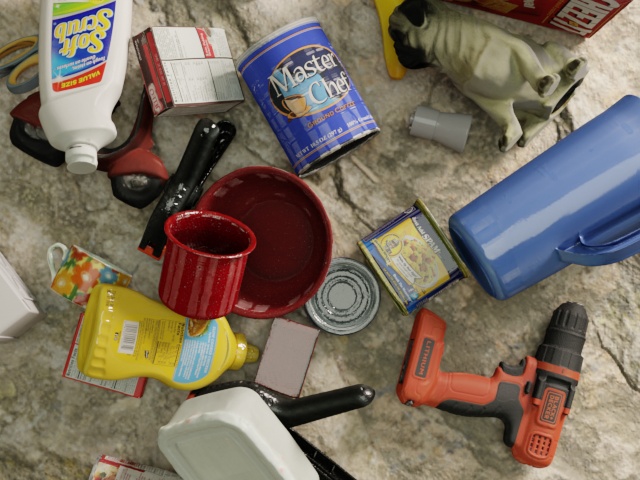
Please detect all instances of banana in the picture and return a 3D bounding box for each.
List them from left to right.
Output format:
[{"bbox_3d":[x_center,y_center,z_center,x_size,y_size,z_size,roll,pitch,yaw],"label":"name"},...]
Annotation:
[{"bbox_3d":[0.060,-0.277,1.193,0.070,0.037,0.198,-33,86,12],"label":"banana"}]

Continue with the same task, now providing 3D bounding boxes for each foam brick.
[{"bbox_3d":[-0.037,0.125,1.147,0.051,0.053,0.078,17,84,-1],"label":"foam brick"}]

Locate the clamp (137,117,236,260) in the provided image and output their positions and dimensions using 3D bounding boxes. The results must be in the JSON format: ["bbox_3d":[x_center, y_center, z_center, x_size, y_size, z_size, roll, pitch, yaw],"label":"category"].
[{"bbox_3d":[-0.141,-0.061,1.147,0.039,0.120,0.172,34,106,7],"label":"clamp"}]

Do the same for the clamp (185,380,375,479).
[{"bbox_3d":[-0.043,0.203,1.128,0.210,0.036,0.164,6,126,14],"label":"clamp"}]

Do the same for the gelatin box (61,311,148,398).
[{"bbox_3d":[-0.225,0.123,1.151,0.089,0.030,0.073,16,86,-3],"label":"gelatin box"}]

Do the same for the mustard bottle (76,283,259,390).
[{"bbox_3d":[-0.152,0.107,1.119,0.191,0.058,0.096,12,87,-28],"label":"mustard bottle"}]

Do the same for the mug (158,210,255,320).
[{"bbox_3d":[-0.124,0.021,1.087,0.093,0.117,0.081,-2,122,-30],"label":"mug"}]

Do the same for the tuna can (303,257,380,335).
[{"bbox_3d":[0.023,0.061,1.164,0.086,0.034,0.086,0,85,-2],"label":"tuna can"}]

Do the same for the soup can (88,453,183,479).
[{"bbox_3d":[-0.193,0.270,1.122,0.102,0.068,0.068,15,85,-2],"label":"soup can"}]

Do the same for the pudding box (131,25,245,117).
[{"bbox_3d":[-0.140,-0.182,1.142,0.113,0.039,0.090,-12,85,-48],"label":"pudding box"}]

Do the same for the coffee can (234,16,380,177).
[{"bbox_3d":[-0.014,-0.153,1.145,0.103,0.103,0.140,-29,88,-4],"label":"coffee can"}]

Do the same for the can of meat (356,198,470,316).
[{"bbox_3d":[0.099,0.020,1.159,0.084,0.057,0.102,-33,86,-2],"label":"can of meat"}]

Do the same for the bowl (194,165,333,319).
[{"bbox_3d":[-0.057,0.001,1.141,0.162,0.055,0.162,1,93,17],"label":"bowl"}]

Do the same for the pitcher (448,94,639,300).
[{"bbox_3d":[0.267,-0.034,1.129,0.243,0.149,0.145,-32,87,-1],"label":"pitcher"}]

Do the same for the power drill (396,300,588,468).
[{"bbox_3d":[0.187,0.135,1.153,0.187,0.057,0.184,17,82,0],"label":"power drill"}]

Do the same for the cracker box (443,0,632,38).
[{"bbox_3d":[0.214,-0.287,1.133,0.213,0.164,0.072,15,87,-1],"label":"cracker box"}]

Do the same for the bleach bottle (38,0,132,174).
[{"bbox_3d":[-0.239,-0.186,1.103,0.102,0.068,0.251,-2,67,-9],"label":"bleach bottle"}]

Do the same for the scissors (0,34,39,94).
[{"bbox_3d":[-0.273,-0.219,1.162,0.201,0.016,0.096,-27,48,-3],"label":"scissors"}]
